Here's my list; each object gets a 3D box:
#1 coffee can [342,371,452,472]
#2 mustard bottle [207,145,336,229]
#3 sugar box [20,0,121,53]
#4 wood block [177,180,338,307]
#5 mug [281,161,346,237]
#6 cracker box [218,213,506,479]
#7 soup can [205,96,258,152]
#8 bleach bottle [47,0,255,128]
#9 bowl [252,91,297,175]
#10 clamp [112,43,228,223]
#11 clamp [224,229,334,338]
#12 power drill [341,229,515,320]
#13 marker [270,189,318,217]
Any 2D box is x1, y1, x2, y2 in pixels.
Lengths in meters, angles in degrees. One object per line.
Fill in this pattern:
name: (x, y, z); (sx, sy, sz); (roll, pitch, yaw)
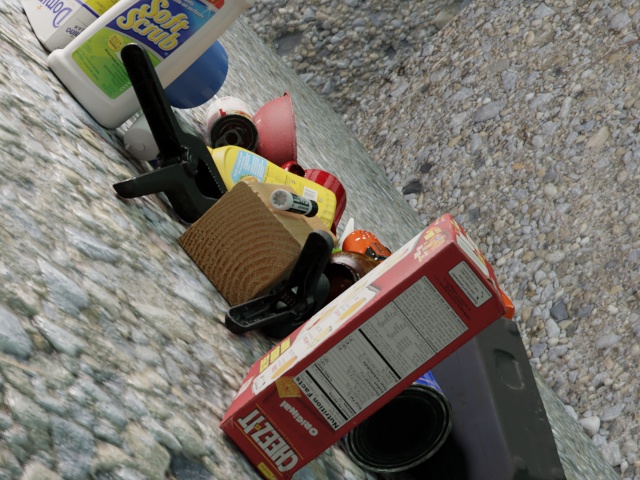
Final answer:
coffee can: (0.053, 0.134, 1.012); (0.102, 0.103, 0.140); (43, 11, -32)
mustard bottle: (-0.077, -0.060, 1.239); (0.191, 0.058, 0.096); (26, 39, -12)
sugar box: (-0.234, -0.279, 1.130); (0.048, 0.176, 0.093); (41, 11, -50)
wood block: (-0.056, 0.001, 1.090); (0.091, 0.090, 0.206); (49, 9, 6)
mug: (-0.020, -0.048, 1.364); (0.117, 0.093, 0.081); (59, 31, -24)
cracker box: (0.036, 0.078, 0.810); (0.072, 0.214, 0.164); (50, 9, -3)
soup can: (-0.126, -0.159, 1.500); (0.068, 0.068, 0.102); (45, 9, -22)
bleach bottle: (-0.151, -0.229, 1.076); (0.102, 0.251, 0.068); (49, 9, 1)
bowl: (-0.071, -0.137, 1.563); (0.162, 0.055, 0.162); (177, -90, -81)
clamp: (-0.144, -0.069, 1.048); (0.210, 0.036, 0.164); (55, 30, -50)
clamp: (-0.035, 0.059, 0.993); (0.039, 0.120, 0.171); (51, -13, 19)
power drill: (0.126, 0.059, 1.217); (0.187, 0.057, 0.184); (19, 20, -24)
marker: (-0.024, -0.035, 1.041); (0.020, 0.020, 0.121); (51, 9, 11)
